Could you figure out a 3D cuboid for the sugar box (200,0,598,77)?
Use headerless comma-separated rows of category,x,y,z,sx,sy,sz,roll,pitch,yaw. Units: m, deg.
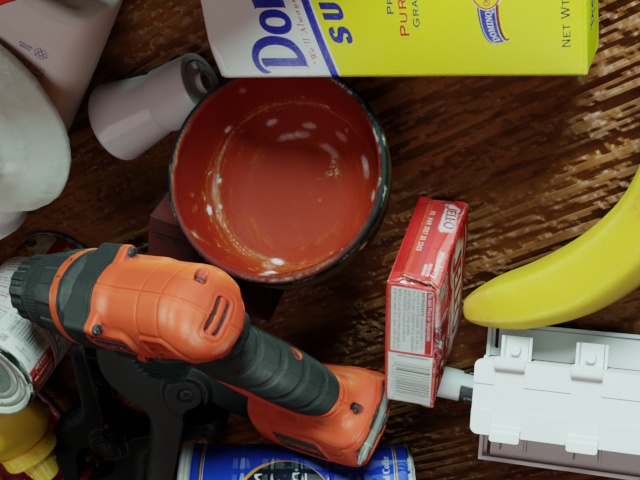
sugar box,0.030,-0.121,0.473,0.176,0.048,0.093,1,120,20

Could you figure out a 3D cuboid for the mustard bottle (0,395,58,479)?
mustard bottle,-0.241,0.093,0.743,0.096,0.058,0.191,4,128,58

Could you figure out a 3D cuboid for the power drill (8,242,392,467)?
power drill,-0.064,0.062,0.589,0.187,0.057,0.185,33,163,-38

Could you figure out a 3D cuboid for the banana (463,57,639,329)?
banana,0.142,-0.006,0.533,0.070,0.037,0.198,41,134,14

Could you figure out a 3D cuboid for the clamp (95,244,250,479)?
clamp,-0.091,0.100,0.697,0.165,0.036,0.210,-30,110,13

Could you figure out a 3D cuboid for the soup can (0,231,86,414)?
soup can,-0.188,0.051,0.678,0.068,0.102,0.068,12,131,14

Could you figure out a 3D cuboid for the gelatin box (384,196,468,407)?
gelatin box,0.058,0.033,0.574,0.030,0.073,0.089,10,130,15

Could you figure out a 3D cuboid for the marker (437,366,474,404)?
marker,0.128,0.097,0.632,0.121,0.020,0.020,12,131,15

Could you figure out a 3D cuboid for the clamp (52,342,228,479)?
clamp,-0.139,0.140,0.776,0.120,0.039,0.172,29,133,3

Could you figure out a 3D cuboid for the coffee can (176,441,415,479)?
coffee can,-0.015,0.176,0.657,0.140,0.103,0.103,0,130,-1

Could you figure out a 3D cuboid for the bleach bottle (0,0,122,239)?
bleach bottle,-0.196,-0.074,0.607,0.102,0.068,0.251,34,135,-6

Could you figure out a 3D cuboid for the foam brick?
foam brick,-0.054,0.001,0.612,0.078,0.051,0.053,18,132,9
